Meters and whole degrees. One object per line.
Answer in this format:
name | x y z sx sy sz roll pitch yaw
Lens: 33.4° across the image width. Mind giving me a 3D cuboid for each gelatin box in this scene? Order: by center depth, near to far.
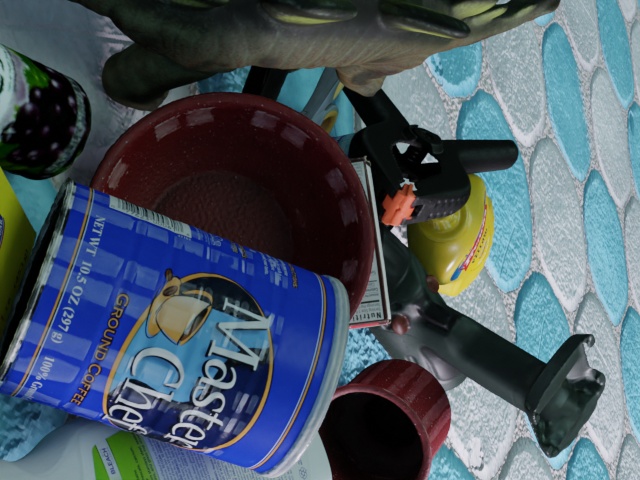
gelatin box | -0.039 0.004 0.670 0.030 0.073 0.089 -4 84 -62

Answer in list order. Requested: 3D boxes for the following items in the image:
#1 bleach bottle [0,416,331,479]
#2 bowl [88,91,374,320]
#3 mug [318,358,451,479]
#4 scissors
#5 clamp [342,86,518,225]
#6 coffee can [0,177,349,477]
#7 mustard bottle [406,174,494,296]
bleach bottle | -0.097 0.120 0.537 0.250 0.068 0.102 -1 59 -56
bowl | -0.054 0.001 0.603 0.055 0.162 0.162 159 -76 -76
mug | 0.045 0.146 0.773 0.081 0.093 0.117 -29 126 -65
scissors | -0.006 -0.094 0.729 0.096 0.016 0.201 -65 175 8
clamp | 0.081 -0.063 0.806 0.164 0.036 0.210 23 29 -7
coffee can | -0.071 0.043 0.505 0.140 0.103 0.102 21 57 -17
mustard bottle | 0.108 -0.009 0.889 0.096 0.058 0.191 -66 165 -3
